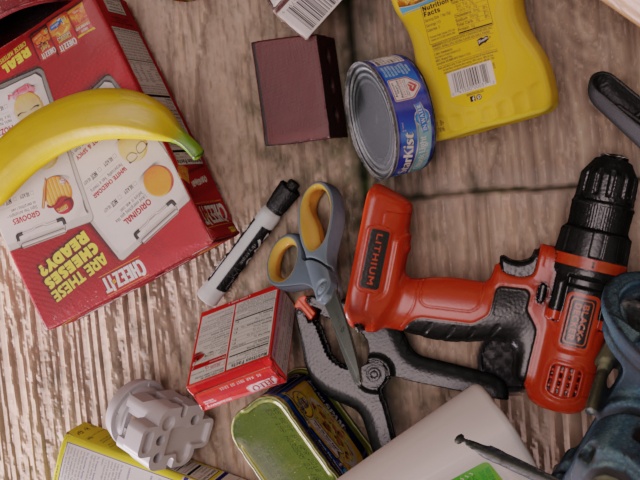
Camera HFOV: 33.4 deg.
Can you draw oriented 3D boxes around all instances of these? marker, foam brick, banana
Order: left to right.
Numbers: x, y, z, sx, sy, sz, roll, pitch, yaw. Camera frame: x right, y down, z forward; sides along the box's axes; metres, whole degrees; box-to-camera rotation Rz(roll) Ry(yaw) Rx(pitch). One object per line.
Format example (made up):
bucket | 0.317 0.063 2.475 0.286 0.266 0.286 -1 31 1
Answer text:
banana | -0.186 -0.070 0.787 0.198 0.037 0.069 -13 92 18
marker | -0.056 0.001 0.838 0.020 0.020 0.121 41 106 10
foam brick | -0.015 -0.112 0.796 0.051 0.053 0.078 -7 94 18

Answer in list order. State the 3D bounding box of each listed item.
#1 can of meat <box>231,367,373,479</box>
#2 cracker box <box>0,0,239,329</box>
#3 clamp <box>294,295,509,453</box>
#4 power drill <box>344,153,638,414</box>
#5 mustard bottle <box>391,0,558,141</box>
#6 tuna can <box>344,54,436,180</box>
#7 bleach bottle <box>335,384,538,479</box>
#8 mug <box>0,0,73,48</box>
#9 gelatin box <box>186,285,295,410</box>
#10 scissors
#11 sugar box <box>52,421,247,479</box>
can of meat | -0.013 0.154 0.806 0.057 0.083 0.102 -39 84 17
cracker box | -0.185 -0.062 0.846 0.164 0.072 0.214 -27 88 19
clamp | 0.041 0.111 0.804 0.171 0.039 0.120 34 86 14
power drill | 0.119 0.015 0.754 0.188 0.057 0.184 13 91 10
mustard bottle | 0.099 -0.172 0.751 0.096 0.058 0.191 -14 91 27
tuna can | 0.049 -0.088 0.761 0.033 0.086 0.086 -15 91 -17
bleach bottle | 0.032 0.207 0.742 0.251 0.068 0.102 -34 125 -1
mug | -0.252 -0.196 0.850 0.117 0.093 0.081 -31 81 42
gelatin box | -0.059 0.081 0.812 0.073 0.089 0.030 -22 123 18
scissors | -0.006 0.041 0.763 0.016 0.201 0.096 24 131 -27
sugar box | -0.134 0.221 0.872 0.176 0.048 0.093 17 100 12
